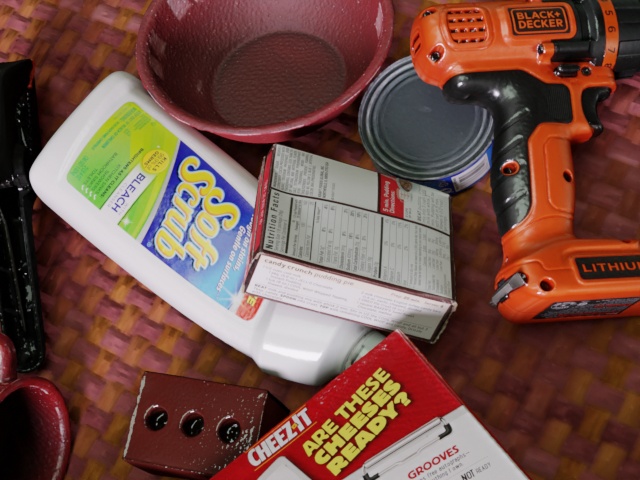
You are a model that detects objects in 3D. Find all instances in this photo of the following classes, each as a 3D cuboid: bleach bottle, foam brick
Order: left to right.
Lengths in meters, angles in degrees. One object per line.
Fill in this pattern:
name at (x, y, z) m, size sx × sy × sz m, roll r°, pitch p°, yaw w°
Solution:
foam brick at (-0.064, 0.109, 0.604) m, size 0.078 × 0.051 × 0.053 m, roll 5°, pitch 70°, yaw 17°
bleach bottle at (-0.054, 0.001, 0.639) m, size 0.251 × 0.068 × 0.102 m, roll 34°, pitch 77°, yaw 21°

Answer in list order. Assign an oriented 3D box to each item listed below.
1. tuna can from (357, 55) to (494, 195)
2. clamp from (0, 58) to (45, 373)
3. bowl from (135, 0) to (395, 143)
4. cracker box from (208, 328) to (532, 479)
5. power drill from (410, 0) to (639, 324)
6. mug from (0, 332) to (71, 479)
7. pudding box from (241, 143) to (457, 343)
tuna can at (0.068, -0.069, 0.647) m, size 0.086 × 0.033 × 0.086 m, roll -5°, pitch 68°, yaw 13°
clamp at (-0.199, -0.032, 0.673) m, size 0.036 × 0.164 × 0.210 m, roll -7°, pitch 44°, yaw 0°
bowl at (-0.031, -0.117, 0.673) m, size 0.162 × 0.055 × 0.162 m, roll -5°, pitch 59°, yaw 8°
cracker box at (0.036, 0.163, 0.483) m, size 0.164 × 0.072 × 0.214 m, roll -38°, pitch 37°, yaw -2°
power drill at (0.151, -0.052, 0.591) m, size 0.184 × 0.057 × 0.187 m, roll -5°, pitch 70°, yaw -9°
mug at (-0.204, 0.108, 0.619) m, size 0.082 × 0.093 × 0.117 m, roll 5°, pitch 93°, yaw 22°
pudding box at (0.017, 0.000, 0.589) m, size 0.113 × 0.039 × 0.090 m, roll 14°, pitch 45°, yaw -9°
